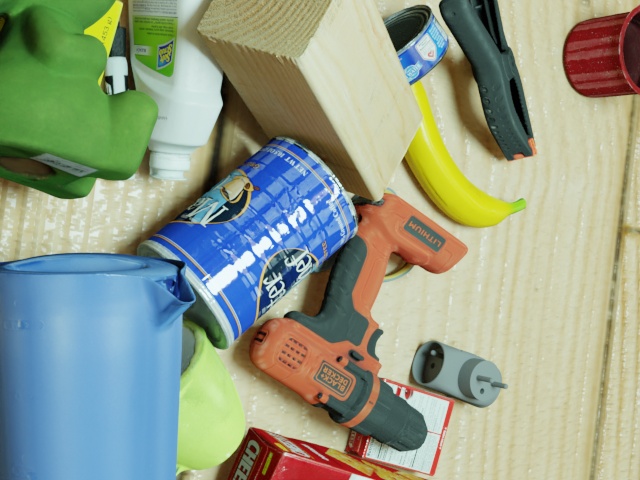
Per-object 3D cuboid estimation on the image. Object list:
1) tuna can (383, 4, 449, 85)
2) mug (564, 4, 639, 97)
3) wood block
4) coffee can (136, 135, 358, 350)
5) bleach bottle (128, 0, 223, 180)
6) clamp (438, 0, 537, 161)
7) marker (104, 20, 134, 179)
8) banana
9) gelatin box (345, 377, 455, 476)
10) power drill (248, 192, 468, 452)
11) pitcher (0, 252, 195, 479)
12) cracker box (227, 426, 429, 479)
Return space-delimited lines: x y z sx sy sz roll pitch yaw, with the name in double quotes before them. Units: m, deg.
"tuna can" 0.067 -0.162 0.917 0.086 0.086 0.033 -50 119 -22
"mug" 0.311 -0.191 1.081 0.117 0.082 0.093 -23 104 -31
"wood block" 0.000 -0.125 0.814 0.090 0.091 0.206 -62 153 -15
"coffee can" -0.055 0.001 0.825 0.140 0.103 0.102 -41 113 -21
"bleach bottle" -0.109 -0.172 0.803 0.067 0.103 0.251 -1 101 -41
"clamp" 0.160 -0.171 0.989 0.210 0.036 0.164 62 29 -34
"marker" -0.154 -0.106 0.811 0.020 0.020 0.121 -5 95 -34
"banana" 0.114 -0.073 0.984 0.197 0.037 0.069 47 60 -26
"gelatin box" 0.072 0.168 0.969 0.089 0.030 0.073 21 81 -30
"power drill" 0.051 0.068 0.908 0.184 0.057 0.187 35 74 -25
"pitcher" -0.163 0.129 0.704 0.144 0.149 0.243 -1 94 -18
"cracker box" 0.006 0.264 0.894 0.213 0.072 0.164 24 89 -32
